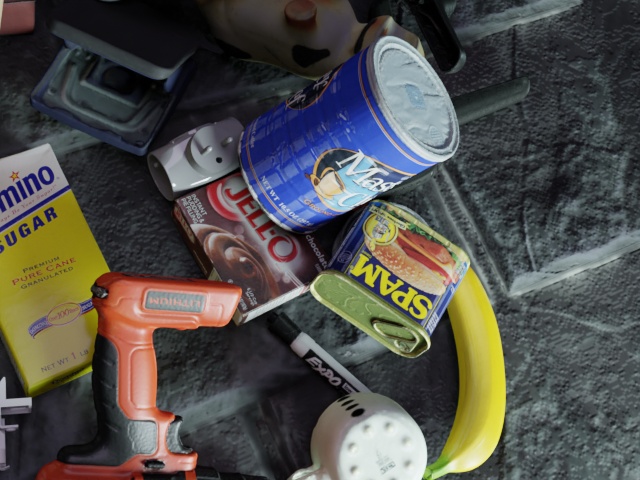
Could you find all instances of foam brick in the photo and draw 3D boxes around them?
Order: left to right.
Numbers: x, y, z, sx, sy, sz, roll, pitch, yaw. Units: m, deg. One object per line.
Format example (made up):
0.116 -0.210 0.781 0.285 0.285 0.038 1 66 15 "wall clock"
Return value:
-0.277 -0.201 0.875 0.078 0.051 0.053 -9 72 -18 "foam brick"

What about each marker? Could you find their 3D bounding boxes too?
0.004 0.100 0.858 0.121 0.020 0.020 42 65 3 "marker"

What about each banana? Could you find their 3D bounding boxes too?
0.122 0.104 0.871 0.069 0.037 0.197 26 58 -35 "banana"

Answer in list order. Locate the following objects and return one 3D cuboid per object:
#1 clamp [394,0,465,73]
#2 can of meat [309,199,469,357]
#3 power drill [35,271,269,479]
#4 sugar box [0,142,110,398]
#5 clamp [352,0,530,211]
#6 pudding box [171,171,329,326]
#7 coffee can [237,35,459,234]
0.078 -0.223 0.941 0.120 0.039 0.171 41 27 -24 "clamp"
0.057 0.028 0.840 0.102 0.058 0.083 34 63 -2 "can of meat"
-0.105 0.121 0.771 0.184 0.057 0.187 7 89 -22 "power drill"
-0.215 0.020 0.813 0.093 0.048 0.176 -24 79 -22 "sugar box"
0.070 -0.117 0.947 0.164 0.036 0.209 36 66 7 "clamp"
-0.056 0.001 0.867 0.089 0.039 0.113 -26 80 -23 "pudding box"
0.021 -0.079 0.824 0.102 0.141 0.103 32 44 -37 "coffee can"
